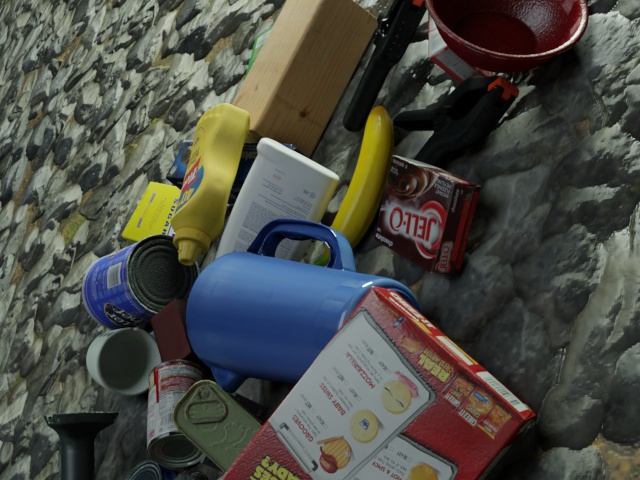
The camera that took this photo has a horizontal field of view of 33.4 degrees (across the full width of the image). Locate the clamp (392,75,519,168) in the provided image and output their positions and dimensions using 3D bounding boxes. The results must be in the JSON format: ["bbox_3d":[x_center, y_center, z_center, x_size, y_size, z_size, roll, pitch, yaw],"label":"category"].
[{"bbox_3d":[0.129,-0.107,1.090,0.172,0.039,0.120,-27,50,49],"label":"clamp"}]

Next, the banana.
[{"bbox_3d":[0.043,-0.060,1.161,0.070,0.037,0.198,10,74,53],"label":"banana"}]

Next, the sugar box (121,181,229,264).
[{"bbox_3d":[-0.201,-0.026,1.459,0.177,0.048,0.093,10,72,57],"label":"sugar box"}]

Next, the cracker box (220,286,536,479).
[{"bbox_3d":[0.047,0.171,0.876,0.164,0.072,0.214,41,100,21],"label":"cracker box"}]

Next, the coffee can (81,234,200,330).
[{"bbox_3d":[-0.231,0.056,1.365,0.141,0.102,0.102,-20,49,53],"label":"coffee can"}]

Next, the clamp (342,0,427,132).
[{"bbox_3d":[0.081,-0.234,1.195,0.210,0.036,0.164,124,164,-63],"label":"clamp"}]

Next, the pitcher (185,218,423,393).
[{"bbox_3d":[-0.013,0.072,1.051,0.144,0.149,0.243,-32,22,-34],"label":"pitcher"}]

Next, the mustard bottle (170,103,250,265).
[{"bbox_3d":[-0.131,-0.057,1.221,0.096,0.058,0.191,-38,35,53],"label":"mustard bottle"}]

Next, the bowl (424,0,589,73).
[{"bbox_3d":[0.176,-0.216,1.047,0.055,0.162,0.162,99,176,-54],"label":"bowl"}]

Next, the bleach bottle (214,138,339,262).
[{"bbox_3d":[-0.078,0.018,1.197,0.251,0.102,0.068,-62,-2,7],"label":"bleach bottle"}]

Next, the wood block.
[{"bbox_3d":[-0.025,-0.207,1.329,0.090,0.090,0.206,16,77,57],"label":"wood block"}]

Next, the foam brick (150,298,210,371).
[{"bbox_3d":[-0.158,0.116,1.261,0.051,0.052,0.078,-41,54,29],"label":"foam brick"}]

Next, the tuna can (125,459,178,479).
[{"bbox_3d":[-0.192,0.292,1.197,0.086,0.033,0.086,-34,40,34],"label":"tuna can"}]

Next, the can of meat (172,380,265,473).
[{"bbox_3d":[-0.087,0.189,1.053,0.102,0.084,0.057,39,85,16],"label":"can of meat"}]

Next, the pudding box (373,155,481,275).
[{"bbox_3d":[0.102,-0.026,1.032,0.114,0.039,0.090,34,114,59],"label":"pudding box"}]

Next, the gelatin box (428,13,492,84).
[{"bbox_3d":[0.146,-0.208,1.114,0.030,0.073,0.089,-29,42,36],"label":"gelatin box"}]

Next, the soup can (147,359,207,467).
[{"bbox_3d":[-0.161,0.195,1.203,0.069,0.068,0.102,-39,38,28],"label":"soup can"}]
